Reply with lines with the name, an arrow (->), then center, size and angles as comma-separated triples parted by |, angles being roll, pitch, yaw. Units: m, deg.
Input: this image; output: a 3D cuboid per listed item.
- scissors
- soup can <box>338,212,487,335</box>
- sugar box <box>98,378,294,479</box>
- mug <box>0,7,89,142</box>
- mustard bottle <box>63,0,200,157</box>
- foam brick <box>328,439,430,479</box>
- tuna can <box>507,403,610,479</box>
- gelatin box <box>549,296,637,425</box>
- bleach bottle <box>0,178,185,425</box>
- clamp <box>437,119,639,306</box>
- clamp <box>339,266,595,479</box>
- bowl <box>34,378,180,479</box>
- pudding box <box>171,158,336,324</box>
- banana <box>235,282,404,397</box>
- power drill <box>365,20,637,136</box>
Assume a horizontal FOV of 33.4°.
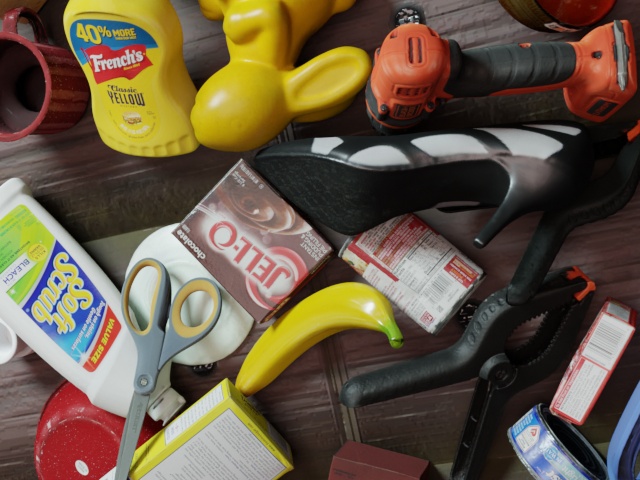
scissors -> -0.130, 0.113, 0.907 | 0.096, 0.016, 0.202 | -3, 77, -1
soup can -> 0.075, 0.020, 0.863 | 0.102, 0.068, 0.068 | 40, 106, 9
sugar box -> -0.119, 0.210, 0.922 | 0.176, 0.048, 0.093 | -37, 109, 6
mug -> -0.259, -0.146, 0.942 | 0.093, 0.081, 0.117 | -3, 95, 18
mustard bottle -> -0.157, -0.158, 0.870 | 0.096, 0.058, 0.191 | 8, 135, 20
foam brick -> 0.048, 0.207, 0.901 | 0.078, 0.051, 0.053 | 13, 99, 15
tuna can -> 0.188, 0.169, 0.834 | 0.086, 0.086, 0.034 | 46, 105, 8
gelatin box -> 0.211, 0.092, 0.826 | 0.030, 0.073, 0.089 | 28, 104, 13
bleach bottle -> -0.215, 0.064, 0.951 | 0.251, 0.068, 0.102 | 42, 70, 5
clamp -> 0.183, -0.027, 0.815 | 0.171, 0.039, 0.120 | -28, 61, 10
clamp -> 0.125, 0.095, 0.839 | 0.164, 0.036, 0.210 | 34, 102, -31
bowl -> -0.203, 0.200, 0.977 | 0.162, 0.055, 0.162 | 2, 96, 18
pudding box -> -0.056, 0.001, 0.910 | 0.113, 0.039, 0.090 | 45, 96, 9
banana -> -0.006, 0.077, 0.888 | 0.037, 0.069, 0.198 | 35, 140, -27
power drill -> 0.128, -0.115, 0.800 | 0.187, 0.184, 0.057 | -4, 84, -2
